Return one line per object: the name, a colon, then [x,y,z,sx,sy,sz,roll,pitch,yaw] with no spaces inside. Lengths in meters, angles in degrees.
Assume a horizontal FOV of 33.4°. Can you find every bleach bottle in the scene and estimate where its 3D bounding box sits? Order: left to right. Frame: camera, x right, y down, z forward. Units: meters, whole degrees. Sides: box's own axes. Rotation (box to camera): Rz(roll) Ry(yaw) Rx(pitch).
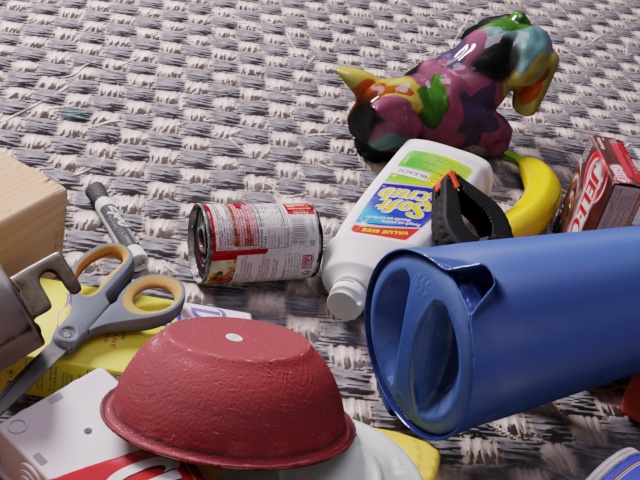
bleach bottle: [0.074,-0.005,0.968,0.103,0.068,0.250,20,37,14]

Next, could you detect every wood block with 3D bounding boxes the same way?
wood block: [-0.295,0.016,0.795,0.091,0.090,0.205,28,37,20]

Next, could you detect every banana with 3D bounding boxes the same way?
banana: [0.207,-0.037,1.081,0.070,0.037,0.197,0,29,19]

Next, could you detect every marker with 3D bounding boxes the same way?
marker: [-0.181,-0.015,0.937,0.020,0.020,0.121,-9,40,-28]

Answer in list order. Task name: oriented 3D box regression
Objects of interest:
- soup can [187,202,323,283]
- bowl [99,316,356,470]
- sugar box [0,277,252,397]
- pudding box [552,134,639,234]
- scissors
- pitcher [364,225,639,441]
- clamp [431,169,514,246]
soup can: [-0.056,0.001,0.910,0.102,0.068,0.068,-2,37,-21]
bowl: [-0.054,0.086,0.667,0.162,0.055,0.162,7,11,-1]
sugar box: [-0.140,0.081,0.788,0.176,0.048,0.093,8,35,-5]
pudding box: [0.263,-0.030,1.015,0.039,0.114,0.090,8,34,-6]
scissors: [-0.156,0.069,0.745,0.096,0.016,0.201,14,37,-1]
pitcher: [0.159,0.061,0.786,0.242,0.145,0.149,-8,12,-28]
clamp: [0.141,0.021,0.926,0.120,0.039,0.171,-26,75,-44]
